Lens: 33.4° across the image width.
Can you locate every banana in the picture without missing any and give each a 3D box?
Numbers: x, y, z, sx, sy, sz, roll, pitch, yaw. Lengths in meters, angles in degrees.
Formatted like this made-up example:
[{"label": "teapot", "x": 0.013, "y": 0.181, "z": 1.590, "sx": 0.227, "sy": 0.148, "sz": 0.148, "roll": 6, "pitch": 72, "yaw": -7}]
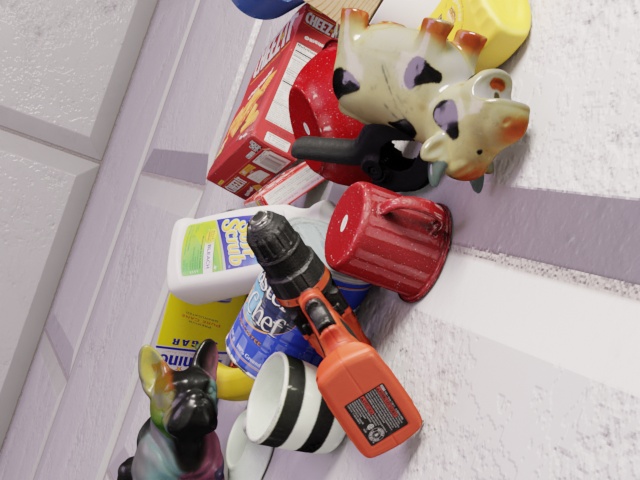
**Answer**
[{"label": "banana", "x": -0.084, "y": 0.144, "z": 1.185, "sx": 0.198, "sy": 0.037, "sz": 0.069, "roll": -12, "pitch": 90, "yaw": 48}]

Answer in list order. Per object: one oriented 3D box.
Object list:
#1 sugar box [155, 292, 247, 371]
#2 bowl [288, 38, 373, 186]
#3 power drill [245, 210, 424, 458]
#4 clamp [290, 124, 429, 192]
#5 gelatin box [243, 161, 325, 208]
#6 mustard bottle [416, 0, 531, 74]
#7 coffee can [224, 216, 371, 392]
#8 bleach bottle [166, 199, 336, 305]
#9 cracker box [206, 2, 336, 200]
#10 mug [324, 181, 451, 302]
[{"label": "sugar box", "x": -0.146, "y": 0.096, "z": 1.311, "sx": 0.048, "sy": 0.093, "sz": 0.176, "roll": -82, "pitch": 8, "yaw": -64}, {"label": "bowl", "x": 0.009, "y": -0.119, "z": 1.081, "sx": 0.162, "sy": 0.055, "sz": 0.162, "roll": 162, "pitch": 90, "yaw": -74}, {"label": "power drill", "x": 0.009, "y": 0.075, "z": 0.879, "sx": 0.057, "sy": 0.184, "sz": 0.188, "roll": -33, "pitch": 31, "yaw": 3}, {"label": "clamp", "x": 0.059, "y": -0.064, "z": 0.995, "sx": 0.172, "sy": 0.120, "sz": 0.039, "roll": -14, "pitch": 32, "yaw": 46}, {"label": "gelatin box", "x": -0.040, "y": -0.061, "z": 1.251, "sx": 0.089, "sy": 0.030, "sz": 0.073, "roll": -37, "pitch": 9, "yaw": -18}, {"label": "mustard bottle", "x": 0.111, "y": -0.161, "z": 0.965, "sx": 0.192, "sy": 0.058, "sz": 0.096, "roll": -49, "pitch": 42, "yaw": 47}, {"label": "coffee can", "x": -0.019, "y": 0.062, "z": 1.035, "sx": 0.140, "sy": 0.102, "sz": 0.103, "roll": -62, "pitch": 21, "yaw": 23}, {"label": "bleach bottle", "x": -0.058, "y": 0.001, "z": 1.150, "sx": 0.251, "sy": 0.068, "sz": 0.102, "roll": -15, "pitch": 59, "yaw": 38}, {"label": "cracker box", "x": -0.057, "y": -0.176, "z": 1.368, "sx": 0.164, "sy": 0.072, "sz": 0.213, "roll": -32, "pitch": 34, "yaw": 60}, {"label": "mug", "x": 0.061, "y": -0.006, "z": 0.920, "sx": 0.117, "sy": 0.081, "sz": 0.093, "roll": -39, "pitch": 36, "yaw": 56}]
